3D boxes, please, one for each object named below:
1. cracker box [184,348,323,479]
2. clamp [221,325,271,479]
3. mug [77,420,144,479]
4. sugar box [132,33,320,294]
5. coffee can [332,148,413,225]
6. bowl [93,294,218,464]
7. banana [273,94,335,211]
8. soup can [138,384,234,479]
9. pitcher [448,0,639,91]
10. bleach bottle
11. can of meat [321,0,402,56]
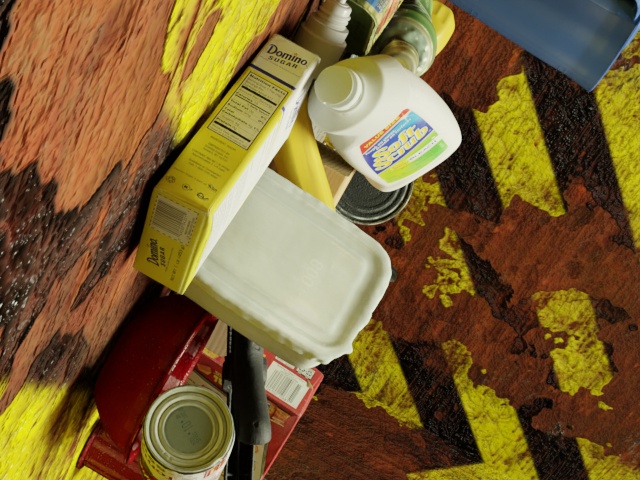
[{"bbox_3d":[-0.108,0.174,1.130,0.072,0.164,0.214,-54,174,-44],"label":"cracker box"},{"bbox_3d":[-0.065,0.122,0.898,0.165,0.036,0.210,104,-14,-46],"label":"clamp"},{"bbox_3d":[-0.173,0.196,1.020,0.093,0.081,0.117,-59,177,-20],"label":"mug"},{"bbox_3d":[-0.064,-0.056,0.737,0.176,0.048,0.093,-63,180,-40],"label":"sugar box"},{"bbox_3d":[0.051,-0.072,1.241,0.103,0.103,0.140,-60,-177,3],"label":"coffee can"},{"bbox_3d":[-0.141,0.102,0.888,0.162,0.055,0.162,-60,177,-5],"label":"bowl"},{"bbox_3d":[-0.014,-0.074,0.879,0.037,0.070,0.198,-33,127,-23],"label":"banana"},{"bbox_3d":[-0.103,0.155,0.810,0.068,0.068,0.102,-59,176,-26],"label":"soup can"},{"bbox_3d":[0.171,-0.246,0.921,0.144,0.243,0.149,-57,176,-44],"label":"pitcher"},{"bbox_3d":[0.043,-0.098,0.872,0.103,0.068,0.250,-31,167,15],"label":"bleach bottle"},{"bbox_3d":[0.042,-0.213,0.900,0.084,0.057,0.102,-57,177,-14],"label":"can of meat"}]
